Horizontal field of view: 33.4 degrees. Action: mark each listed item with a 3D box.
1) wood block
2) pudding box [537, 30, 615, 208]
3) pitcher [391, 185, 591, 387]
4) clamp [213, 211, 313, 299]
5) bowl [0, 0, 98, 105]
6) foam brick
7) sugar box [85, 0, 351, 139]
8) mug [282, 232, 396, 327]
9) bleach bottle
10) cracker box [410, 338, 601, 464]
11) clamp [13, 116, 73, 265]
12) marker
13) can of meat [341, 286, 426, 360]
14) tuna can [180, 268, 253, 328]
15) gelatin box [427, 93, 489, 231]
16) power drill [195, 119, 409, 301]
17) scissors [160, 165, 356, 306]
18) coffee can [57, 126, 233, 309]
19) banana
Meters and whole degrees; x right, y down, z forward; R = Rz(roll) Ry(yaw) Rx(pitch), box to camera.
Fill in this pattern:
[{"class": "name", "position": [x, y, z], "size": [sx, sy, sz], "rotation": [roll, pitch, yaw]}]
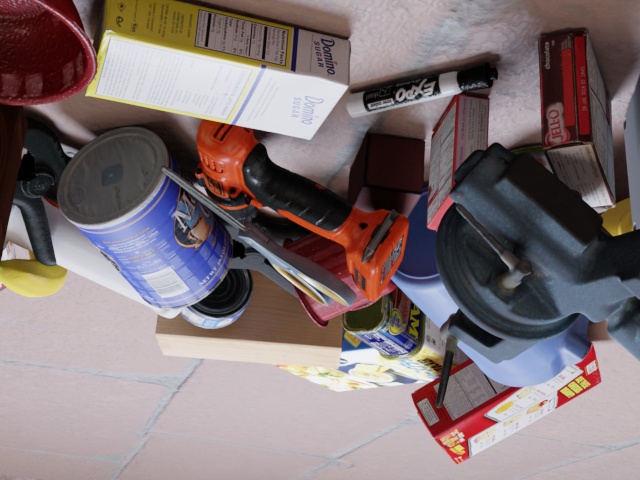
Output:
[{"class": "wood block", "position": [-0.077, 0.086, 1.223], "size": [0.206, 0.091, 0.090], "rotation": [4, 158, 0]}, {"class": "pudding box", "position": [0.184, -0.082, 0.765], "size": [0.039, 0.090, 0.113], "rotation": [-6, 156, 23]}, {"class": "pitcher", "position": [0.151, 0.040, 1.039], "size": [0.149, 0.145, 0.242], "rotation": [-21, 145, 24]}, {"class": "clamp", "position": [-0.057, 0.001, 1.083], "size": [0.209, 0.036, 0.165], "rotation": [18, 146, -23]}, {"class": "bowl", "position": [-0.227, -0.154, 0.719], "size": [0.162, 0.055, 0.162], "rotation": [4, 158, 2]}, {"class": "foam brick", "position": [0.055, -0.050, 0.918], "size": [0.051, 0.053, 0.078], "rotation": [8, 158, -7]}, {"class": "sugar box", "position": [-0.075, -0.126, 0.773], "size": [0.176, 0.048, 0.093], "rotation": [8, 157, -17]}, {"class": "mug", "position": [0.026, 0.031, 1.019], "size": [0.081, 0.093, 0.117], "rotation": [-24, 138, 13]}, {"class": "bleach bottle", "position": [-0.243, -0.003, 1.046], "size": [0.250, 0.068, 0.103], "rotation": [27, -175, -40]}, {"class": "cracker box", "position": [0.227, 0.177, 1.293], "size": [0.214, 0.072, 0.164], "rotation": [-31, 152, 3]}, {"class": "clamp", "position": [-0.254, -0.047, 0.939], "size": [0.171, 0.120, 0.039], "rotation": [33, -176, -43]}, {"class": "marker", "position": [0.076, -0.113, 0.805], "size": [0.121, 0.020, 0.020], "rotation": [-9, 154, 30]}, {"class": "can of meat", "position": [0.068, 0.066, 1.132], "size": [0.058, 0.102, 0.083], "rotation": [-9, 152, 32]}, {"class": "tuna can", "position": [-0.116, 0.049, 1.148], "size": [0.086, 0.086, 0.034], "rotation": [10, 156, -14]}, {"class": "gelatin box", "position": [0.108, -0.059, 0.837], "size": [0.030, 0.089, 0.073], "rotation": [8, 157, -7]}, {"class": "power drill", "position": [-0.020, -0.022, 0.906], "size": [0.188, 0.057, 0.184], "rotation": [30, 165, 10]}, {"class": "scissors", "position": [-0.042, 0.003, 0.889], "size": [0.096, 0.016, 0.201], "rotation": [18, 161, 49]}, {"class": "coffee can", "position": [-0.151, -0.018, 0.941], "size": [0.103, 0.102, 0.140], "rotation": [-5, 145, 22]}, {"class": "banana", "position": [-0.285, 0.024, 1.072], "size": [0.037, 0.069, 0.198], "rotation": [-40, -177, 2]}]
